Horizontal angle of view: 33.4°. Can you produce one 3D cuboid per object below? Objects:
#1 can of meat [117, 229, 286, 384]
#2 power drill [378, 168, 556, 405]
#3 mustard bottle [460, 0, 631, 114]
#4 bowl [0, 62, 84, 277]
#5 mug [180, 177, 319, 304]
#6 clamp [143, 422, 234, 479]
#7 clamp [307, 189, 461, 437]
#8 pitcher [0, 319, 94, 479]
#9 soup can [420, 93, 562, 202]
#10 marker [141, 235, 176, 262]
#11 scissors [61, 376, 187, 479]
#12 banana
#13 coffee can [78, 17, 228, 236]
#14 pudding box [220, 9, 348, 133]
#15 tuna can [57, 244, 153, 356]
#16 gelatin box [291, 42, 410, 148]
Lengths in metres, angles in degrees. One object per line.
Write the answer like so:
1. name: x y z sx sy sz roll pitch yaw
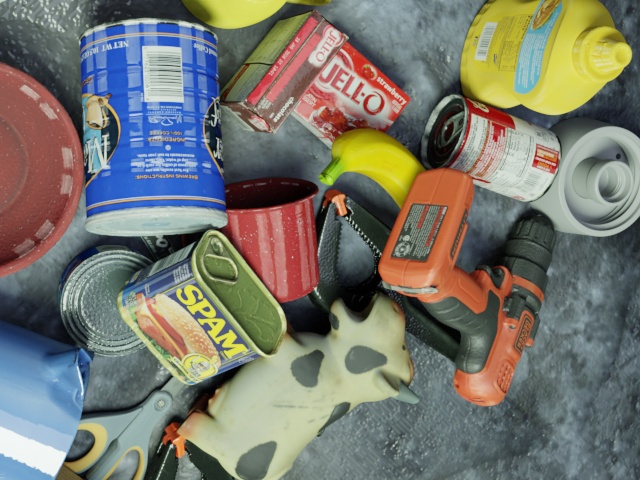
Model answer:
1. can of meat: -0.090 0.054 0.805 0.084 0.057 0.102 -25 113 29
2. power drill: 0.132 0.022 0.888 0.187 0.057 0.184 45 58 -42
3. mustard bottle: 0.182 -0.149 0.847 0.058 0.192 0.096 17 94 -22
4. bowl: -0.258 -0.054 0.781 0.162 0.055 0.162 -4 102 -19
5. mug: -0.056 0.001 0.854 0.117 0.093 0.081 -2 108 12
6. clamp: -0.113 0.238 0.897 0.120 0.039 0.171 -28 112 -21
7. clamp: 0.032 0.061 0.918 0.164 0.036 0.210 -27 107 -9
8. pitcher: -0.300 0.105 0.768 0.242 0.145 0.149 26 79 -19
9. soup can: 0.147 -0.078 0.916 0.102 0.069 0.068 17 94 -22
10. marker: -0.137 -0.009 0.853 0.020 0.020 0.121 -33 109 -11
11. scissors: -0.152 0.131 0.876 0.096 0.016 0.202 29 90 -24
12. banana: 0.061 -0.044 0.885 0.197 0.037 0.069 31 77 -47
13. coffee can: -0.122 -0.079 0.780 0.102 0.103 0.140 -1 83 -20
14. pudding box: -0.033 -0.128 0.817 0.039 0.114 0.090 40 86 -19
15. tuna can: -0.164 0.046 0.846 0.086 0.034 0.086 -4 102 -19
16. gelatin box: 0.019 -0.117 0.882 0.089 0.030 0.073 39 86 -22
